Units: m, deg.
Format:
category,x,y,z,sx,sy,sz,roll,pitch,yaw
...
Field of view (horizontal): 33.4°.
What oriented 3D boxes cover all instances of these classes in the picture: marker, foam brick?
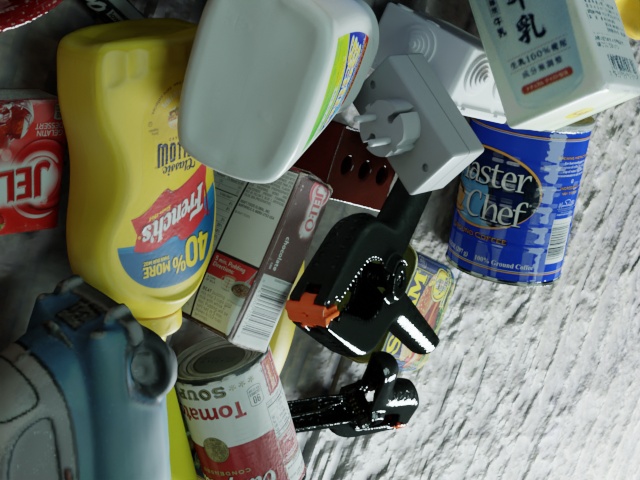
category,x,y,z,sx,sy,sz,roll,pitch,yaw
marker,-0.126,-0.139,0.565,0.020,0.020,0.121,-61,143,-10
foam brick,0.012,-0.056,0.753,0.078,0.051,0.053,9,100,-53

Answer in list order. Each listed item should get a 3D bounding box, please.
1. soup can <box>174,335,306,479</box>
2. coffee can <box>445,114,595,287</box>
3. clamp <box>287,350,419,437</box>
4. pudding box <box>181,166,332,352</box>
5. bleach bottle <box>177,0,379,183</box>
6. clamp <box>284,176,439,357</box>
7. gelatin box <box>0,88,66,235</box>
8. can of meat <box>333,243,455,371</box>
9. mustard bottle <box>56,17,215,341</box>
category,x,y,z,sx,sy,sz,roll,pitch,yaw
soup can,-0.054,0.120,0.706,0.068,0.069,0.102,-31,115,-39
coffee can,0.169,-0.044,0.912,0.102,0.103,0.140,-14,118,-48
clamp,0.022,0.134,0.852,0.171,0.120,0.039,48,26,-63
pudding box,-0.054,0.001,0.666,0.039,0.090,0.113,26,87,-52
bleach bottle,-0.006,-0.110,0.625,0.250,0.068,0.103,-52,163,-68
clamp,0.040,0.032,0.726,0.209,0.036,0.164,-34,126,-56
gelatin box,-0.173,-0.039,0.546,0.089,0.030,0.073,-8,114,-49
can of meat,0.059,0.053,0.863,0.083,0.058,0.102,23,89,-56
mustard bottle,-0.097,-0.021,0.589,0.096,0.058,0.192,-27,127,-53
